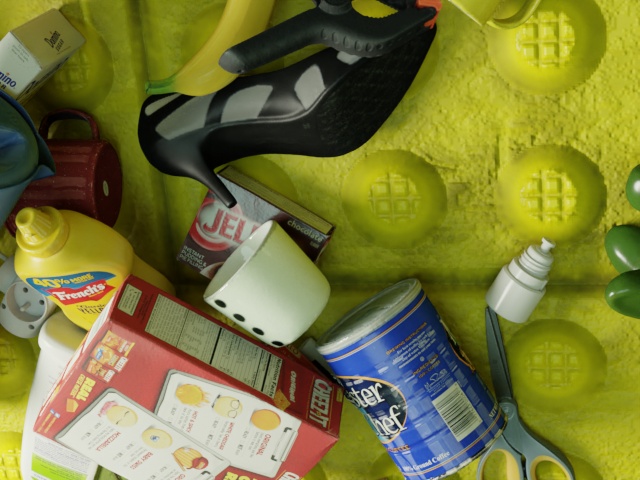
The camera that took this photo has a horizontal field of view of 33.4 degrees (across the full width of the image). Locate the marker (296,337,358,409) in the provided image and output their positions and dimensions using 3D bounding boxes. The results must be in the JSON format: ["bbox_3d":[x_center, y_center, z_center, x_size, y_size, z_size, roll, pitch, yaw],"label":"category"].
[{"bbox_3d":[0.028,0.135,0.962,0.121,0.020,0.020,44,114,-4],"label":"marker"}]

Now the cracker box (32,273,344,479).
[{"bbox_3d":[-0.111,0.143,0.907,0.213,0.072,0.164,29,125,-13],"label":"cracker box"}]

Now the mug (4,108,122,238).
[{"bbox_3d":[-0.221,-0.058,0.923,0.081,0.093,0.117,1,74,9],"label":"mug"}]

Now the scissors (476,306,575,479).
[{"bbox_3d":[0.182,0.156,0.932,0.096,0.016,0.202,8,112,13],"label":"scissors"}]

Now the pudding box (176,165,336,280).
[{"bbox_3d":[-0.056,0.001,0.922,0.113,0.039,0.090,28,113,2],"label":"pudding box"}]

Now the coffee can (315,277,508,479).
[{"bbox_3d":[0.076,0.117,0.893,0.103,0.102,0.140,-32,96,22],"label":"coffee can"}]

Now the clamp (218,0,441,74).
[{"bbox_3d":[0.002,-0.185,0.797,0.171,0.039,0.120,-5,78,-14],"label":"clamp"}]

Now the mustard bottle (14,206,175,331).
[{"bbox_3d":[-0.199,0.023,0.895,0.096,0.058,0.191,-4,153,15],"label":"mustard bottle"}]

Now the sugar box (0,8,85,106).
[{"bbox_3d":[-0.283,-0.117,0.906,0.176,0.093,0.048,-36,103,23],"label":"sugar box"}]

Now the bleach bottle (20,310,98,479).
[{"bbox_3d":[-0.248,0.194,1.030,0.102,0.068,0.251,25,116,3],"label":"bleach bottle"}]

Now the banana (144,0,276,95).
[{"bbox_3d":[-0.066,-0.191,0.831,0.069,0.037,0.198,24,89,-28],"label":"banana"}]
